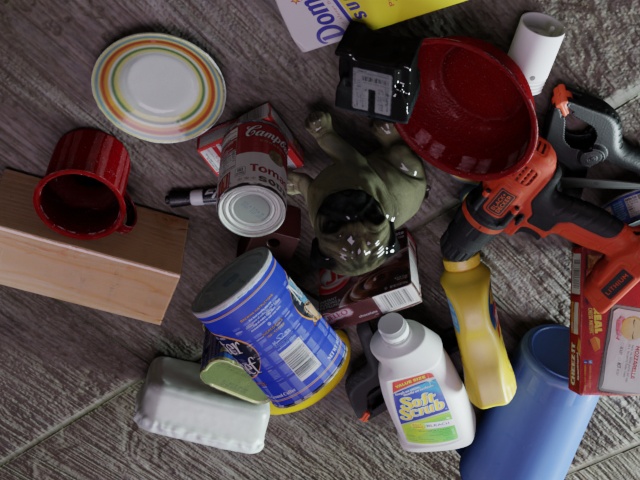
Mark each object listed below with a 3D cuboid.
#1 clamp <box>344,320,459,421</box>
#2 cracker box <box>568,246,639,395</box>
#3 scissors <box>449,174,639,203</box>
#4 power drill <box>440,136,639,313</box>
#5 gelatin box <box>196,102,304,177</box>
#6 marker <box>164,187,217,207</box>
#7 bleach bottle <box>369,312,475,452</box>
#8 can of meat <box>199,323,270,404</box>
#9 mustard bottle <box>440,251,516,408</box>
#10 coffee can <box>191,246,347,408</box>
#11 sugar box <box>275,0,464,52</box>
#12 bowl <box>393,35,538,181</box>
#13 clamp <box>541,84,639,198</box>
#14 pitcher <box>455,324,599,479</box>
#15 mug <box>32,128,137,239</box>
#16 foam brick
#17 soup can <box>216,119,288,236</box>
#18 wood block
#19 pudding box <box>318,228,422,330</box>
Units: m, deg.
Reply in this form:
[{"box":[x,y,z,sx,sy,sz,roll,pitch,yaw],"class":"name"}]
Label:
[{"box":[0.098,0.157,1.316,0.164,0.036,0.210,0,140,-18],"class":"clamp"},{"box":[0.385,0.089,1.177,0.213,0.072,0.164,1,89,1],"class":"cracker box"},{"box":[0.229,-0.050,1.113,0.202,0.016,0.096,14,142,9],"class":"scissors"},{"box":[0.233,-0.002,1.095,0.187,0.057,0.185,30,137,-4],"class":"power drill"},{"box":[-0.072,-0.093,1.103,0.089,0.030,0.073,-23,129,19],"class":"gelatin box"},{"box":[-0.108,-0.048,1.152,0.121,0.020,0.020,-4,132,5],"class":"marker"},{"box":[0.108,0.162,1.238,0.103,0.068,0.250,-7,142,19],"class":"bleach bottle"},{"box":[-0.093,0.139,1.279,0.102,0.084,0.058,25,128,-20],"class":"can of meat"},{"box":[0.174,0.086,1.207,0.058,0.096,0.191,-12,105,11],"class":"mustard bottle"},{"box":[-0.053,0.092,1.128,0.103,0.102,0.140,-30,110,26],"class":"coffee can"},{"box":[0.046,-0.238,0.956,0.176,0.048,0.093,-17,130,15],"class":"sugar box"},{"box":[0.142,-0.136,1.015,0.162,0.055,0.162,25,143,20],"class":"bowl"},{"box":[0.270,-0.088,1.095,0.120,0.039,0.171,-34,124,24],"class":"clamp"},{"box":[0.257,0.218,1.325,0.149,0.145,0.243,1,130,-16],"class":"pitcher"},{"box":[-0.234,-0.055,1.106,0.093,0.081,0.117,-32,124,27],"class":"mug"},{"box":[-0.058,0.001,1.174,0.053,0.051,0.078,15,131,-12],"class":"foam brick"},{"box":[-0.066,-0.061,1.040,0.068,0.102,0.068,0,133,0],"class":"soup can"},{"box":[-0.258,0.009,1.159,0.206,0.091,0.090,16,132,-13],"class":"wood block"},{"box":[0.054,0.044,1.184,0.114,0.090,0.039,-18,131,16],"class":"pudding box"}]
